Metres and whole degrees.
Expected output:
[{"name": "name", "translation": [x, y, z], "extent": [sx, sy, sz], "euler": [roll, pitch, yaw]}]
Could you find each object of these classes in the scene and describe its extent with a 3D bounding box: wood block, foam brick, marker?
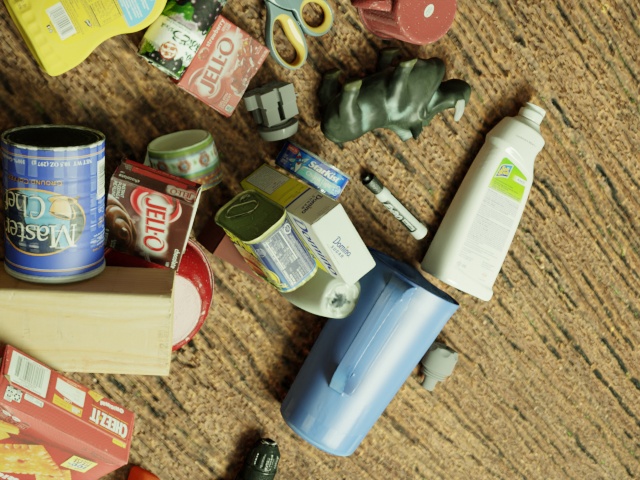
[{"name": "wood block", "translation": [-0.257, 0.079, 1.107], "extent": [0.206, 0.091, 0.090], "euler": [3, 107, -5]}, {"name": "foam brick", "translation": [-0.092, 0.003, 1.230], "extent": [0.078, 0.051, 0.053], "euler": [33, 90, -33]}, {"name": "marker", "translation": [0.091, -0.044, 1.327], "extent": [0.020, 0.020, 0.121], "euler": [-49, 122, -4]}]

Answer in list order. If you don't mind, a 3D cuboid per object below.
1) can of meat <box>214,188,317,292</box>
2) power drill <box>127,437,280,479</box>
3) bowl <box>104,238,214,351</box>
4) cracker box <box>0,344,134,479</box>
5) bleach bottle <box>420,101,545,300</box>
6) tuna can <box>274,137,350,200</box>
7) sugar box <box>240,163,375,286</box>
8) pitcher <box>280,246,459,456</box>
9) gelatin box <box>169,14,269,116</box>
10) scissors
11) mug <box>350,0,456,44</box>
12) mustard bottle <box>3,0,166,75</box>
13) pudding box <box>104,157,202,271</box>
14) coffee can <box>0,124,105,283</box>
[{"name": "can of meat", "translation": [-0.058, 0.001, 1.156], "extent": [0.057, 0.102, 0.084], "euler": [-40, 123, -12]}, {"name": "power drill", "translation": [-0.148, 0.323, 1.314], "extent": [0.187, 0.057, 0.184], "euler": [12, 103, -30]}, {"name": "bowl", "translation": [-0.186, 0.070, 1.203], "extent": [0.161, 0.055, 0.162], "euler": [-10, 113, -25]}, {"name": "cracker box", "translation": [-0.325, 0.210, 1.107], "extent": [0.214, 0.072, 0.164], "euler": [-32, 128, 31]}, {"name": "bleach bottle", "translation": [0.225, -0.055, 1.369], "extent": [0.102, 0.068, 0.251], "euler": [24, 94, -32]}, {"name": "tuna can", "translation": [-0.009, -0.081, 1.221], "extent": [0.086, 0.086, 0.034], "euler": [29, 94, -33]}, {"name": "sugar box", "translation": [-0.017, -0.020, 1.185], "extent": [0.048, 0.176, 0.093], "euler": [-38, 121, -11]}, {"name": "pitcher", "translation": [0.051, 0.139, 1.305], "extent": [0.149, 0.145, 0.243], "euler": [27, 97, -35]}, {"name": "gelatin box", "translation": [-0.109, -0.191, 1.161], "extent": [0.073, 0.030, 0.089], "euler": [31, 92, -32]}, {"name": "scissors", "translation": [-0.042, -0.281, 1.157], "extent": [0.096, 0.016, 0.201], "euler": [-33, 128, -20]}, {"name": "mug", "translation": [0.091, -0.268, 1.206], "extent": [0.117, 0.082, 0.093], "euler": [0, 108, -28]}, {"name": "mustard bottle", "translation": [-0.212, -0.250, 1.068], "extent": [0.191, 0.058, 0.096], "euler": [-32, 116, -14]}, {"name": "pudding box", "translation": [-0.180, -0.027, 1.131], "extent": [0.090, 0.039, 0.114], "euler": [20, 139, -2]}, {"name": "coffee can", "translation": [-0.271, -0.039, 1.089], "extent": [0.102, 0.103, 0.140], "euler": [-5, 110, -26]}]
